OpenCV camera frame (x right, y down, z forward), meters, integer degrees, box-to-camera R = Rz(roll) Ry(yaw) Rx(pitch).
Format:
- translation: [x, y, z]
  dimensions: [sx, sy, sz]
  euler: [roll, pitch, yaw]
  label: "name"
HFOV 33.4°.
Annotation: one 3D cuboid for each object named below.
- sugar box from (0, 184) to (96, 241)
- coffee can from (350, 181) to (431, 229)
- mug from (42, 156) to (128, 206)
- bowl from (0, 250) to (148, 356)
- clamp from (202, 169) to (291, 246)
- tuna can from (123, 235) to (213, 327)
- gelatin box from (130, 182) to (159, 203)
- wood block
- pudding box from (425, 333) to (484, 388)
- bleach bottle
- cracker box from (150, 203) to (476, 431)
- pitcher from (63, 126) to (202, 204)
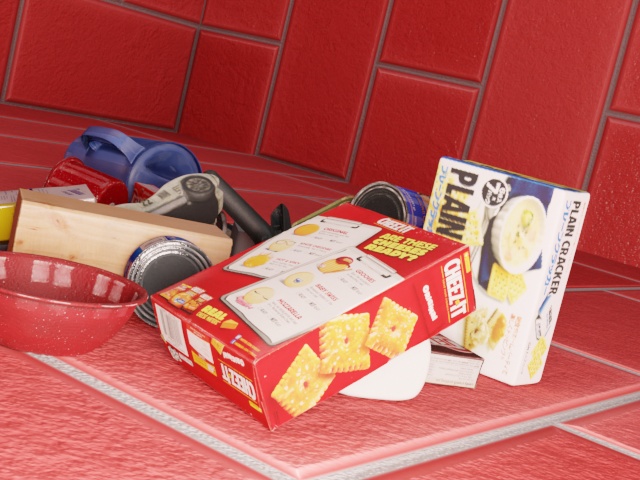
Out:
- translation: [-0.337, -0.028, 1.165]
  dimensions: [0.176, 0.048, 0.093]
  euler: [-3, 14, -18]
  label: "sugar box"
- translation: [0.116, -0.014, 1.388]
  dimensions: [0.103, 0.103, 0.140]
  euler: [21, 6, 43]
  label: "coffee can"
- translation: [-0.307, -0.048, 1.422]
  dimensions: [0.082, 0.093, 0.117]
  euler: [22, -27, 21]
  label: "mug"
- translation: [-0.225, 0.054, 0.867]
  dimensions: [0.162, 0.055, 0.162]
  euler: [13, 7, -2]
  label: "bowl"
- translation: [-0.058, 0.002, 1.278]
  dimensions: [0.164, 0.036, 0.210]
  euler: [27, 23, -47]
  label: "clamp"
- translation: [-0.143, 0.039, 1.014]
  dimensions: [0.086, 0.086, 0.034]
  euler: [11, 6, -19]
  label: "tuna can"
- translation: [-0.238, -0.037, 1.460]
  dimensions: [0.030, 0.073, 0.089]
  euler: [10, 8, -28]
  label: "gelatin box"
- translation: [-0.203, 0.016, 1.065]
  dimensions: [0.205, 0.090, 0.091]
  euler: [11, 8, -19]
  label: "wood block"
- translation: [0.093, 0.113, 1.071]
  dimensions: [0.113, 0.039, 0.090]
  euler: [9, 9, -32]
  label: "pudding box"
- translation: [0.004, 0.084, 1.036]
  dimensions: [0.102, 0.068, 0.251]
  euler: [8, 7, -24]
  label: "bleach bottle"
- translation: [-0.005, 0.054, 0.877]
  dimensions: [0.213, 0.072, 0.164]
  euler: [-26, 29, -29]
  label: "cracker box"
- translation: [-0.304, -0.108, 1.644]
  dimensions: [0.144, 0.149, 0.243]
  euler: [-7, 16, -39]
  label: "pitcher"
